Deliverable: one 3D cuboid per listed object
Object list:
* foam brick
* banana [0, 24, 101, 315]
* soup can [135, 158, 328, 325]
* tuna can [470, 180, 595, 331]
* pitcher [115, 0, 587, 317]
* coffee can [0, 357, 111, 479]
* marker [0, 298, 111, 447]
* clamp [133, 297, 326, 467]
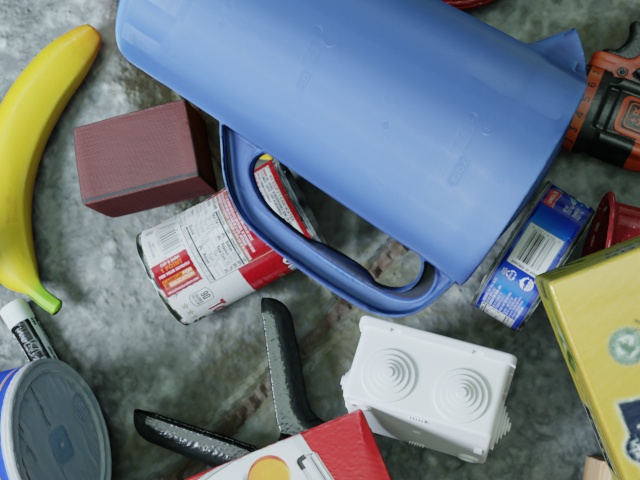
[{"bbox_3d":[-0.112,-0.051,0.688,0.078,0.053,0.051,-14,79,6],"label":"foam brick"},{"bbox_3d":[-0.193,-0.051,0.712,0.069,0.037,0.198,7,83,-7],"label":"banana"},{"bbox_3d":[-0.054,0.001,0.662,0.102,0.068,0.068,-28,78,4],"label":"soup can"},{"bbox_3d":[0.124,0.010,0.622,0.034,0.086,0.086,32,87,11],"label":"tuna can"},{"bbox_3d":[0.008,-0.081,0.589,0.243,0.145,0.149,31,53,5],"label":"pitcher"},{"bbox_3d":[-0.212,0.136,0.637,0.140,0.102,0.103,-16,79,17],"label":"coffee can"},{"bbox_3d":[-0.171,0.092,0.692,0.020,0.020,0.121,-34,78,2],"label":"marker"},{"bbox_3d":[-0.033,0.134,0.653,0.120,0.039,0.171,-34,77,9],"label":"clamp"}]
